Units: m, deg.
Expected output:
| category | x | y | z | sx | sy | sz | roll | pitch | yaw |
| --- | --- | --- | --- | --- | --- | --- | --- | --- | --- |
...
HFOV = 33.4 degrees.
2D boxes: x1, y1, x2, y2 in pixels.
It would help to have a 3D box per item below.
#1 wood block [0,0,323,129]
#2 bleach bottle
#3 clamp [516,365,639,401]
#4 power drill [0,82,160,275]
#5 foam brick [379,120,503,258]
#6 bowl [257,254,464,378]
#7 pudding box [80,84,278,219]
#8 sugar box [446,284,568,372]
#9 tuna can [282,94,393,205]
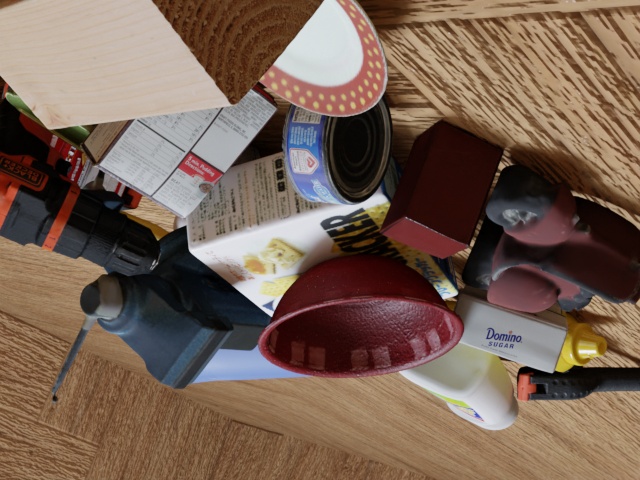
| category | x | y | z | sx | sy | sz | roll | pitch | yaw |
| --- | --- | --- | --- | --- | --- | --- | --- | --- | --- |
| wood block | -0.108 | -0.129 | 0.602 | 0.207 | 0.090 | 0.090 | 2 | 139 | 51 |
| bleach bottle | 0.154 | 0.147 | 1.076 | 0.103 | 0.068 | 0.250 | 22 | 168 | 31 |
| clamp | 0.257 | 0.144 | 1.125 | 0.171 | 0.039 | 0.120 | 2 | 176 | -34 |
| power drill | -0.199 | -0.063 | 0.834 | 0.184 | 0.187 | 0.057 | 26 | 122 | -16 |
| foam brick | 0.084 | -0.034 | 0.741 | 0.051 | 0.078 | 0.053 | 25 | 165 | -10 |
| bowl | 0.030 | 0.056 | 0.844 | 0.162 | 0.055 | 0.162 | -4 | 152 | -2 |
| pudding box | -0.099 | -0.081 | 0.755 | 0.090 | 0.113 | 0.039 | 34 | -171 | -39 |
| sugar box | 0.166 | 0.068 | 0.935 | 0.093 | 0.048 | 0.176 | 18 | -170 | 11 |
| tuna can | 0.013 | -0.066 | 0.706 | 0.034 | 0.086 | 0.086 | 8 | 161 | 34 |
